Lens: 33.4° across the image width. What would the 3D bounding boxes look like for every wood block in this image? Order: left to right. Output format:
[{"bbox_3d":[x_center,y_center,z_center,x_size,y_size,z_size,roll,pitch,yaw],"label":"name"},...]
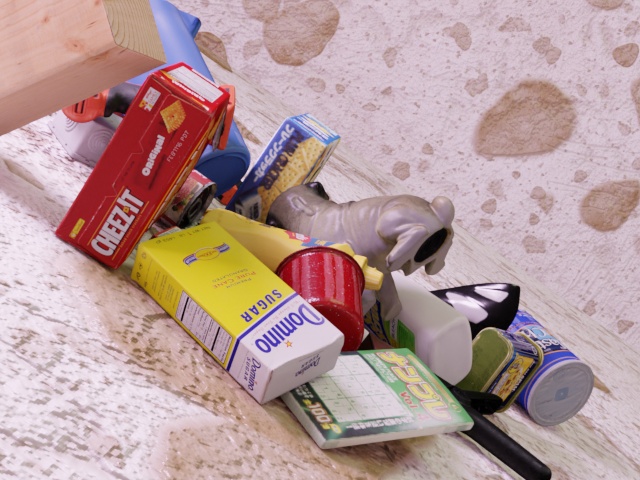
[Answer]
[{"bbox_3d":[-0.254,-0.165,0.939,0.090,0.206,0.090,7,65,-69],"label":"wood block"}]

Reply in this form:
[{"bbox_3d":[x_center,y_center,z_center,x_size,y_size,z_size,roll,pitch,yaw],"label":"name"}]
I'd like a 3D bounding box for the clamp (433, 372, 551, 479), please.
[{"bbox_3d":[0.148,0.183,1.138,0.209,0.036,0.165,27,13,-27],"label":"clamp"}]

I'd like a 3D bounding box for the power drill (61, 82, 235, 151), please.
[{"bbox_3d":[-0.190,-0.160,1.185,0.187,0.057,0.184,10,24,-10],"label":"power drill"}]

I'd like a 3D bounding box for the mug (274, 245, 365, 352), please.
[{"bbox_3d":[-0.012,0.067,1.027,0.117,0.093,0.081,-3,36,0],"label":"mug"}]

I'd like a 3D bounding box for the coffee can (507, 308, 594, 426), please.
[{"bbox_3d":[0.292,0.173,1.467,0.102,0.103,0.140,28,12,-36],"label":"coffee can"}]

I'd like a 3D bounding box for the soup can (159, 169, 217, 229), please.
[{"bbox_3d":[-0.172,-0.062,1.150,0.102,0.068,0.068,36,10,9],"label":"soup can"}]

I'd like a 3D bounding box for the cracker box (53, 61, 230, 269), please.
[{"bbox_3d":[-0.157,-0.076,0.998,0.072,0.164,0.213,32,10,-7],"label":"cracker box"}]

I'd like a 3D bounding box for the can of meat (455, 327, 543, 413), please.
[{"bbox_3d":[0.209,0.156,1.286,0.057,0.102,0.083,43,15,35],"label":"can of meat"}]

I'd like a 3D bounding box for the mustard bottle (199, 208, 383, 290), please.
[{"bbox_3d":[-0.029,0.018,1.106,0.192,0.058,0.096,16,2,11],"label":"mustard bottle"}]

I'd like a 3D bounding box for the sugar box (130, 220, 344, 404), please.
[{"bbox_3d":[-0.072,0.056,0.912,0.176,0.048,0.093,37,37,28],"label":"sugar box"}]

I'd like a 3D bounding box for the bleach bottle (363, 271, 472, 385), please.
[{"bbox_3d":[0.075,0.077,1.289,0.251,0.068,0.102,36,-36,44],"label":"bleach bottle"}]

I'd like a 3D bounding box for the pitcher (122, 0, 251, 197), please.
[{"bbox_3d":[-0.193,-0.164,1.315,0.144,0.149,0.243,2,51,-51],"label":"pitcher"}]
